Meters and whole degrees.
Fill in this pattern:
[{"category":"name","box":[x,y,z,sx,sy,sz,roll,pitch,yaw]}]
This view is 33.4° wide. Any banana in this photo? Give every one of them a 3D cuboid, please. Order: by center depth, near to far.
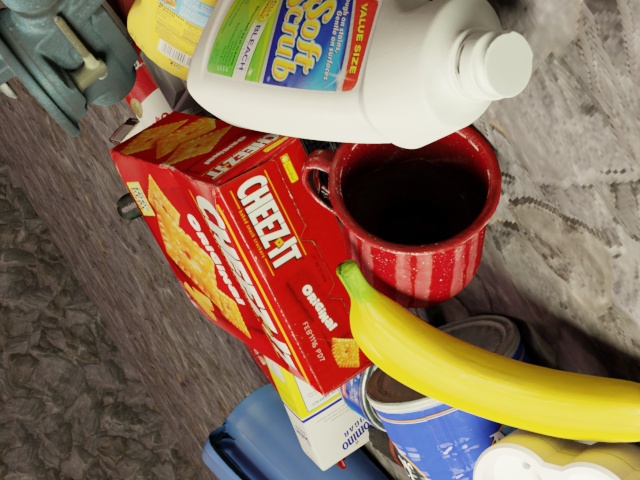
[{"category":"banana","box":[0.095,0.072,0.576,0.198,0.037,0.070,21,152,12]}]

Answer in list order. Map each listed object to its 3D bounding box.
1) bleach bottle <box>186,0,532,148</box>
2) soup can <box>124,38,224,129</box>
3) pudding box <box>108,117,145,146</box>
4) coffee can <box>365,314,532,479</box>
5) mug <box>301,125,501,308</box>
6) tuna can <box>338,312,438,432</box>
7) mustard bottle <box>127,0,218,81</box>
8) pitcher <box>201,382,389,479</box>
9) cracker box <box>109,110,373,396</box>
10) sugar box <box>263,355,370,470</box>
[{"category":"bleach bottle","box":[0.019,-0.102,0.569,0.068,0.102,0.251,30,172,-33]},{"category":"soup can","box":[-0.139,-0.131,0.967,0.102,0.068,0.068,56,162,8]},{"category":"pudding box","box":[-0.163,-0.077,1.108,0.113,0.039,0.090,47,170,-18]},{"category":"coffee can","box":[0.104,0.133,0.677,0.140,0.102,0.103,63,162,-13]},{"category":"mug","box":[0.042,-0.017,0.609,0.117,0.093,0.081,20,154,15]},{"category":"tuna can","box":[0.057,0.096,0.773,0.034,0.086,0.086,27,144,57]},{"category":"mustard bottle","box":[-0.079,-0.171,0.732,0.096,0.058,0.192,30,162,-5]},{"category":"pitcher","box":[-0.005,0.266,1.124,0.243,0.149,0.145,38,155,41]},{"category":"cracker box","box":[-0.055,0.001,0.750,0.214,0.072,0.164,22,142,61]},{"category":"sugar box","box":[0.005,0.105,0.914,0.048,0.093,0.176,38,153,50]}]
